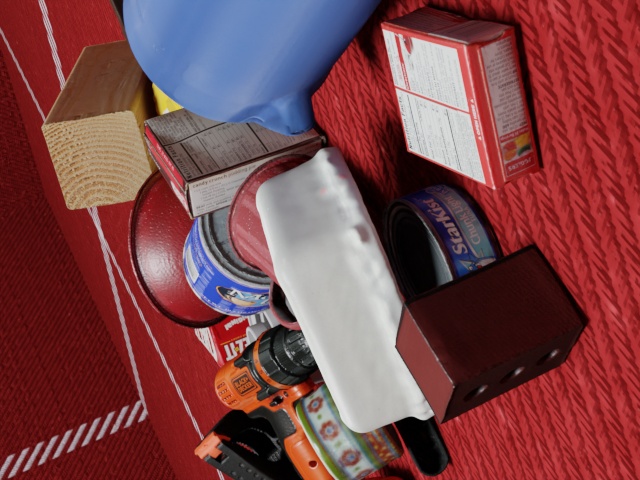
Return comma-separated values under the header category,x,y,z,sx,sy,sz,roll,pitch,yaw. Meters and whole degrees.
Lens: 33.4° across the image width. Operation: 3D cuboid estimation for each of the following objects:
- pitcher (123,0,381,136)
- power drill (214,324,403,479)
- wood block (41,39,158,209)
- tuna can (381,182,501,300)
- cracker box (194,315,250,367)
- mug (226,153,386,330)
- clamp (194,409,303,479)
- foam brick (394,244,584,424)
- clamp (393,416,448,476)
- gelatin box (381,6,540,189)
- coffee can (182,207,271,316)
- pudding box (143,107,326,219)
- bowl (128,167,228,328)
category,x,y,z,sx,sy,sz,roll,pitch,yaw
pitcher,-0.023,-0.164,0.533,0.243,0.149,0.145,147,144,-70
power drill,0.002,0.156,0.893,0.187,0.057,0.185,57,146,3
wood block,-0.202,-0.123,1.066,0.206,0.090,0.091,-90,-10,-60
tuna can,0.070,0.011,0.614,0.086,0.033,0.086,57,160,33
cracker box,-0.123,0.017,1.141,0.164,0.072,0.214,-152,43,-72
mug,-0.010,0.007,0.746,0.082,0.093,0.117,39,117,51
clamp,-0.041,0.196,1.011,0.209,0.036,0.165,27,-157,-44
foam brick,0.084,0.048,0.543,0.051,0.078,0.053,59,163,27
clamp,0.045,0.081,0.768,0.171,0.039,0.120,57,163,24
gelatin box,0.068,-0.073,0.527,0.089,0.030,0.073,37,146,61
coffee can,-0.056,0.001,0.874,0.103,0.102,0.140,66,163,7
pudding box,-0.064,-0.069,0.793,0.090,0.113,0.039,53,157,43
bowl,-0.101,0.001,0.994,0.055,0.161,0.162,-7,107,39
